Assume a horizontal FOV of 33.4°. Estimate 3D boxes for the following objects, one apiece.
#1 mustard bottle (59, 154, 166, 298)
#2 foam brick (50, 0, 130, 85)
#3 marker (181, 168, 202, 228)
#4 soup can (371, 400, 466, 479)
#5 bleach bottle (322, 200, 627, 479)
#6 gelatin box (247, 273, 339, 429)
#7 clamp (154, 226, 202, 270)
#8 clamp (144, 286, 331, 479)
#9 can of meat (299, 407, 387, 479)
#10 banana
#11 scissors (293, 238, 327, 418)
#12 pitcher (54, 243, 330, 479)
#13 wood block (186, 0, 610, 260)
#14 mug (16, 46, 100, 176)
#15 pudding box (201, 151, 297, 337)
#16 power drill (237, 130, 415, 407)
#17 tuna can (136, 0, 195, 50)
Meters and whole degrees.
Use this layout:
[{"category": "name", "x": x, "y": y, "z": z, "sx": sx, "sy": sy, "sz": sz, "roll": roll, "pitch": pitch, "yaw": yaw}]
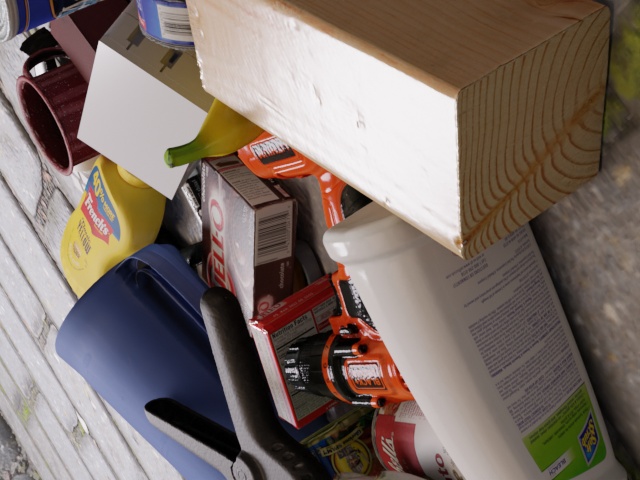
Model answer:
[{"category": "mustard bottle", "x": -0.185, "y": -0.025, "z": 0.977, "sx": 0.192, "sy": 0.058, "sz": 0.096, "roll": -54, "pitch": 52, "yaw": 44}, {"category": "foam brick", "x": -0.173, "y": -0.164, "z": 0.853, "sx": 0.078, "sy": 0.051, "sz": 0.053, "roll": 54, "pitch": 153, "yaw": 13}, {"category": "marker", "x": -0.091, "y": -0.012, "z": 0.896, "sx": 0.020, "sy": 0.020, "sz": 0.121, "roll": -9, "pitch": 109, "yaw": 63}, {"category": "soup can", "x": 0.085, "y": 0.120, "z": 0.655, "sx": 0.102, "sy": 0.068, "sz": 0.068, "roll": -10, "pitch": 107, "yaw": 63}, {"category": "bleach bottle", "x": 0.097, "y": 0.087, "z": 0.559, "sx": 0.068, "sy": 0.102, "sz": 0.251, "roll": -10, "pitch": 107, "yaw": 56}, {"category": "gelatin box", "x": -0.006, "y": 0.080, "z": 0.774, "sx": 0.030, "sy": 0.073, "sz": 0.089, "roll": 21, "pitch": 135, "yaw": 53}, {"category": "clamp", "x": -0.134, "y": 0.027, "z": 0.996, "sx": 0.172, "sy": 0.039, "sz": 0.120, "roll": 37, "pitch": 130, "yaw": 41}, {"category": "clamp", "x": -0.047, "y": 0.152, "z": 0.728, "sx": 0.210, "sy": 0.036, "sz": 0.165, "roll": 56, "pitch": 141, "yaw": 13}, {"category": "can of meat", "x": 0.042, "y": 0.153, "z": 0.731, "sx": 0.084, "sy": 0.101, "sz": 0.058, "roll": 60, "pitch": 150, "yaw": 8}, {"category": "banana", "x": -0.059, "y": -0.112, "z": 0.652, "sx": 0.198, "sy": 0.069, "sz": 0.037, "roll": -98, "pitch": 21, "yaw": -47}, {"category": "scissors", "x": -0.022, "y": 0.068, "z": 0.858, "sx": 0.096, "sy": 0.016, "sz": 0.202, "roll": 43, "pitch": 149, "yaw": 36}, {"category": "pitcher", "x": -0.089, "y": 0.121, "z": 0.859, "sx": 0.243, "sy": 0.145, "sz": 0.149, "roll": 43, "pitch": -173, "yaw": 17}, {"category": "wood block", "x": 0.028, "y": -0.089, "z": 0.518, "sx": 0.206, "sy": 0.090, "sz": 0.090, "roll": 36, "pitch": 146, "yaw": 41}, {"category": "mug", "x": -0.211, "y": -0.123, "z": 0.928, "sx": 0.117, "sy": 0.081, "sz": 0.093, "roll": 50, "pitch": 153, "yaw": 20}, {"category": "pudding box", "x": -0.055, "y": 0.001, "z": 0.790, "sx": 0.090, "sy": 0.039, "sz": 0.113, "roll": 43, "pitch": 137, "yaw": 46}, {"category": "power drill", "x": 0.011, "y": 0.013, "z": 0.662, "sx": 0.185, "sy": 0.057, "sz": 0.187, "roll": -12, "pitch": 100, "yaw": 56}, {"category": "tuna can", "x": -0.068, "y": -0.149, "z": 0.636, "sx": 0.086, "sy": 0.086, "sz": 0.034, "roll": 37, "pitch": 145, "yaw": 39}]
